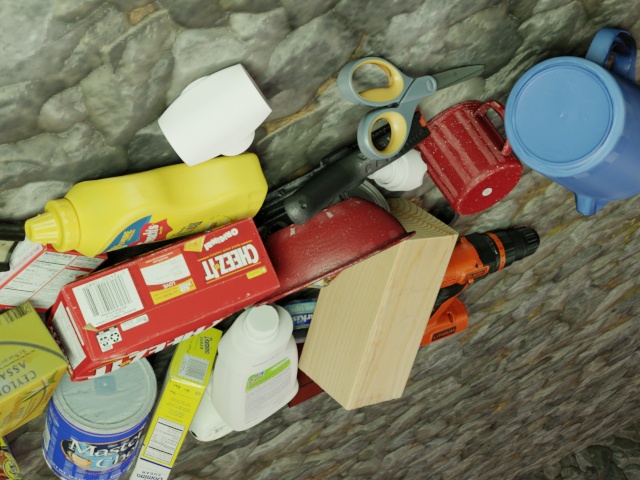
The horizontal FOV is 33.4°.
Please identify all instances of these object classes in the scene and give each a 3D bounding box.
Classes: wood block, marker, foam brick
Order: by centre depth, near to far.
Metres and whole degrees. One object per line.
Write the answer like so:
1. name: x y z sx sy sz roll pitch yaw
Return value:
1. marker: -0.057 0.001 1.010 0.020 0.020 0.121 -41 177 20
2. wood block: 0.059 0.067 1.148 0.090 0.091 0.206 -6 122 -42
3. foam brick: -0.032 0.155 1.316 0.051 0.078 0.053 -23 152 -18

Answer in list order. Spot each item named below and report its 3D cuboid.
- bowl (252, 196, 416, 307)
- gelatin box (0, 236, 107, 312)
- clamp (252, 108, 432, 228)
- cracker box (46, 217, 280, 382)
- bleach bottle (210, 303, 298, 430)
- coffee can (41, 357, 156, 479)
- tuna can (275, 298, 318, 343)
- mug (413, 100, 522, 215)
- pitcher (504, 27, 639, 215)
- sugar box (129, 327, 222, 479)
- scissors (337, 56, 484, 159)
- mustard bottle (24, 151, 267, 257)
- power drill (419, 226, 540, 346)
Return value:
1. bowl: 0.002 0.003 0.963 0.162 0.055 0.162 -25 180 0
2. gelatin box: -0.233 0.023 0.885 0.089 0.030 0.073 -38 156 22
3. clamp: 0.019 -0.061 0.949 0.209 0.036 0.165 -31 -170 -17
4. cracker box: -0.143 0.058 0.925 0.164 0.072 0.214 -22 175 -20
5. bleach bottle: -0.062 0.122 1.108 0.102 0.068 0.251 -34 163 -21
6. coffee can: -0.230 0.180 1.100 0.102 0.103 0.140 -17 152 -29
7. tuna can: -0.027 0.094 1.225 0.086 0.034 0.086 -9 164 -3
8. mug: 0.155 -0.087 1.068 0.093 0.081 0.117 -7 146 -42
9. pitcher: 0.263 -0.119 1.043 0.145 0.149 0.242 -32 167 21
10. sugar box: -0.158 0.182 1.165 0.048 0.093 0.176 19 126 -4
11. scissors: 0.088 -0.117 0.944 0.016 0.096 0.201 -3 179 44
12. mustard bottle: -0.144 -0.025 0.860 0.191 0.058 0.096 -13 170 -33
13. power drill: 0.189 0.057 1.418 0.184 0.057 0.188 -14 148 -26
